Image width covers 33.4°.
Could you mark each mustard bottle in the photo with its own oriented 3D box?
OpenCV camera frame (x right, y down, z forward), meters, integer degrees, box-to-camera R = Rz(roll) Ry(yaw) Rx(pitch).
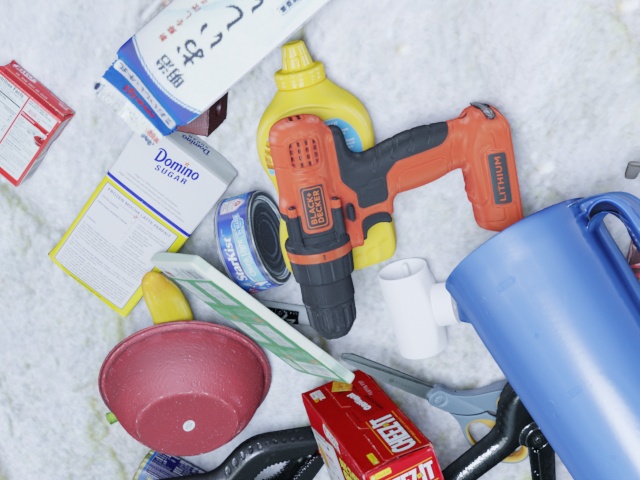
[{"bbox_3d":[-0.001,-0.069,0.876,0.096,0.058,0.191,-9,111,12],"label":"mustard bottle"}]

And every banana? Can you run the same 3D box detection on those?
[{"bbox_3d":[-0.149,0.104,0.994,0.037,0.069,0.198,49,134,35],"label":"banana"}]

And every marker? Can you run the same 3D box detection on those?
[{"bbox_3d":[-0.036,0.065,0.971,0.121,0.020,0.020,8,116,13],"label":"marker"}]

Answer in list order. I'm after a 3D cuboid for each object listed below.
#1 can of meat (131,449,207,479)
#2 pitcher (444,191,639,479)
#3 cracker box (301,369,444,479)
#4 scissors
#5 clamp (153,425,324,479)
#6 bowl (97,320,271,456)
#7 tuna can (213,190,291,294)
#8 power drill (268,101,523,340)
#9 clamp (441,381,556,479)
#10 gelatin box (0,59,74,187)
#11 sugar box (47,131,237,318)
[{"bbox_3d":[-0.152,0.267,1.077,0.084,0.057,0.102,27,118,5],"label":"can of meat"},{"bbox_3d":[0.212,0.092,0.789,0.145,0.149,0.243,-28,70,-3],"label":"pitcher"},{"bbox_3d":[0.067,0.241,0.937,0.072,0.164,0.213,-23,112,-12],"label":"cracker box"},{"bbox_3d":[0.122,0.128,0.931,0.201,0.016,0.096,39,110,-21],"label":"scissors"},{"bbox_3d":[-0.078,0.244,1.009,0.210,0.036,0.164,-26,130,-8],"label":"clamp"},{"bbox_3d":[-0.123,0.148,0.978,0.162,0.055,0.162,-4,132,-5],"label":"bowl"},{"bbox_3d":[-0.056,0.001,0.909,0.034,0.086,0.086,-15,109,20],"label":"tuna can"},{"bbox_3d":[0.061,-0.023,0.838,0.187,0.057,0.184,-14,111,-7],"label":"power drill"},{"bbox_3d":[0.170,0.164,0.917,0.120,0.039,0.171,3,114,-24],"label":"clamp"},{"bbox_3d":[-0.273,-0.104,0.955,0.073,0.030,0.089,40,118,-3],"label":"gelatin box"},{"bbox_3d":[-0.159,-0.023,0.952,0.093,0.048,0.176,39,115,-6],"label":"sugar box"}]
